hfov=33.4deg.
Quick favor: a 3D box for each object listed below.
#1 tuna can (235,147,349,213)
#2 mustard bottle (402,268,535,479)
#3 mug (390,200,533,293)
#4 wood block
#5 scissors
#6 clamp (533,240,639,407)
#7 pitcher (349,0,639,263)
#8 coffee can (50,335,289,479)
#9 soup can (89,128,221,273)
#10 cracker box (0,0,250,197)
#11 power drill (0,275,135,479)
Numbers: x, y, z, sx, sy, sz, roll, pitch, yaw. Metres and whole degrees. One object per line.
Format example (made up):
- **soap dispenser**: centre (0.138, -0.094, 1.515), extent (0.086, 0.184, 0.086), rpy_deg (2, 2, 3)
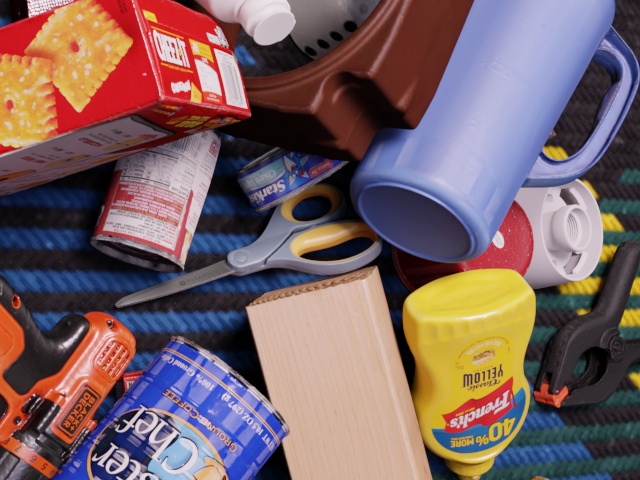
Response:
- **tuna can**: centre (-0.020, -0.056, 0.793), extent (0.086, 0.086, 0.034), rpy_deg (-33, 99, -26)
- **mustard bottle**: centre (0.116, 0.116, 0.830), extent (0.096, 0.058, 0.192), rpy_deg (-14, 125, -13)
- **mug**: centre (0.112, 0.013, 0.857), extent (0.093, 0.082, 0.117), rpy_deg (35, 70, -20)
- **wood block**: centre (0.021, 0.131, 0.777), extent (0.091, 0.090, 0.206), rpy_deg (-15, 92, 9)
- **scissors**: centre (-0.055, 0.001, 0.801), extent (0.201, 0.016, 0.096), rpy_deg (-7, 48, -6)
- **clamp**: centre (0.252, 0.081, 0.949), extent (0.171, 0.039, 0.120), rpy_deg (-29, 97, -27)
- **pitcher**: centre (0.127, -0.101, 0.795), extent (0.145, 0.149, 0.242), rpy_deg (53, 56, -42)
- **coffee can**: centre (-0.102, 0.147, 0.687), extent (0.102, 0.103, 0.140), rpy_deg (45, 70, -17)
- **soup can**: centre (-0.115, -0.036, 0.752), extent (0.068, 0.069, 0.102), rpy_deg (22, 75, -24)
- **cracker box**: centre (-0.167, -0.076, 0.620), extent (0.214, 0.164, 0.072), rpy_deg (-16, 91, 13)
- **power drill**: centre (-0.219, 0.087, 0.659), extent (0.184, 0.057, 0.187), rpy_deg (-57, 135, -22)
